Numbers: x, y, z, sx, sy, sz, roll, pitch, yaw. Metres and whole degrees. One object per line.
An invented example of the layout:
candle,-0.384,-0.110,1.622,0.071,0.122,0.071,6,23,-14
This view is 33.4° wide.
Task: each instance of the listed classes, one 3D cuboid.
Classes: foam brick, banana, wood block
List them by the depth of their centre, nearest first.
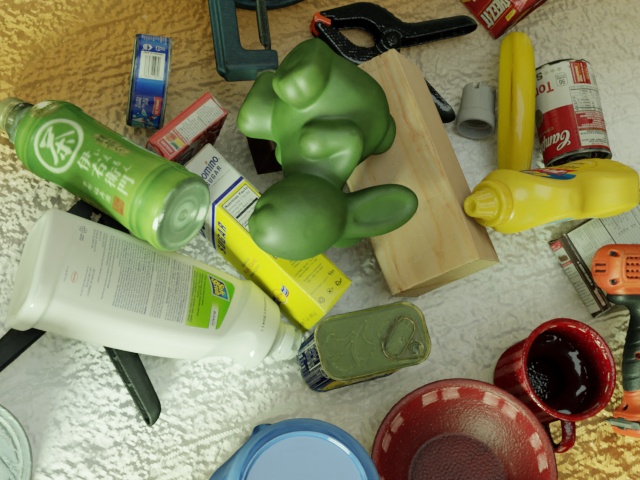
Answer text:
wood block,0.079,-0.059,0.989,0.090,0.090,0.206,-24,79,17
foam brick,-0.034,-0.101,0.995,0.051,0.078,0.053,-12,79,-18
banana,0.197,-0.132,1.068,0.037,0.069,0.198,0,72,14

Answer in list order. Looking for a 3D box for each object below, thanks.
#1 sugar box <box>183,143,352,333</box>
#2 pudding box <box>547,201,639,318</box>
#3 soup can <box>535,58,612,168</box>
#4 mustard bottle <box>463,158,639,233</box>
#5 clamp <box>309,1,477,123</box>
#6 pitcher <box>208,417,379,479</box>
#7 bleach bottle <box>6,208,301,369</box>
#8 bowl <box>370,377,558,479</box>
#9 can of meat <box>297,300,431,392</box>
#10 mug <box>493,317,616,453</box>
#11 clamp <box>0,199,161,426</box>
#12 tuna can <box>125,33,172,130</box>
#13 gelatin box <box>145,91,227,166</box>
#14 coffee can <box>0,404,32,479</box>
sugar box,-0.056,0.001,0.950,0.176,0.093,0.048,41,68,1
pudding box,0.299,0.011,1.069,0.113,0.039,0.090,-27,82,-22
soup can,0.252,-0.125,1.083,0.068,0.069,0.102,-3,74,-16
mustard bottle,0.202,-0.041,0.984,0.191,0.096,0.058,-9,101,-39
clamp,0.072,-0.184,1.070,0.171,0.039,0.120,8,67,-6
pitcher,-0.025,0.217,0.809,0.149,0.243,0.145,41,71,7
bleach bottle,-0.129,0.060,0.905,0.250,0.068,0.102,22,58,-26
bowl,0.124,0.206,0.941,0.162,0.055,0.162,0,65,1
can of meat,0.036,0.097,0.949,0.102,0.084,0.057,-11,76,-18
mug,0.213,0.137,0.984,0.093,0.082,0.117,-2,74,-15
clamp,-0.216,0.052,0.919,0.164,0.036,0.210,6,70,-21
tuna can,-0.156,-0.144,0.972,0.033,0.086,0.086,6,72,-12
gelatin box,-0.125,-0.087,0.961,0.073,0.089,0.030,-42,89,-22
coffee can,-0.272,0.178,0.813,0.102,0.140,0.103,4,72,-14
